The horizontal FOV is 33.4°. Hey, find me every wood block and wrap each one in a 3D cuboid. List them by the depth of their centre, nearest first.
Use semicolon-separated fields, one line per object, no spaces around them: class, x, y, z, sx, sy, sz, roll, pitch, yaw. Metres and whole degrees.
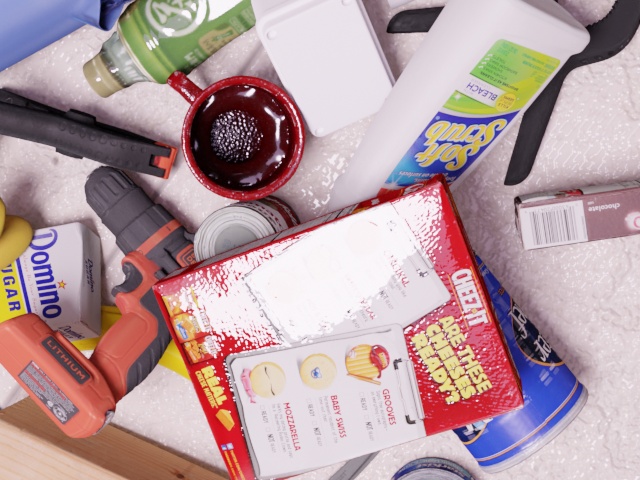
wood block;-0.178;0.214;0.880;0.206;0.090;0.090;22;99;10

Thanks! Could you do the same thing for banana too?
banana;-0.155;0.091;0.901;0.198;0.037;0.070;7;117;9

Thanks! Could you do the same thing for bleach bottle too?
bleach bottle;0.085;-0.076;0.800;0.102;0.068;0.251;13;122;-36

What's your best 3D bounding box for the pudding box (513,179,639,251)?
pudding box;0.205;-0.021;0.805;0.113;0.090;0.039;-6;94;9

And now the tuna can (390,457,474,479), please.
tuna can;0.092;0.224;0.879;0.086;0.033;0.086;1;97;8

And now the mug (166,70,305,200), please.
mug;-0.073;-0.089;0.830;0.117;0.081;0.093;39;90;-12

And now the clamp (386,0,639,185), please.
clamp;0.178;-0.153;0.820;0.210;0.036;0.164;-31;93;14

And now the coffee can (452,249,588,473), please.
coffee can;0.122;0.093;0.824;0.103;0.102;0.140;-39;90;10

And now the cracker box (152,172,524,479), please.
cracker box;0.014;0.065;0.749;0.214;0.072;0.164;-20;98;12

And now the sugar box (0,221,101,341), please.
sugar box;-0.272;0.046;0.887;0.176;0.048;0.093;-12;64;11

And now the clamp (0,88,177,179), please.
clamp;-0.202;-0.085;0.845;0.171;0.120;0.039;16;105;2

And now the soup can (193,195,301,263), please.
soup can;-0.055;0.001;0.839;0.068;0.102;0.068;1;97;8

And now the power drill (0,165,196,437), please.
power drill;-0.161;0.046;0.826;0.184;0.187;0.057;47;139;1
